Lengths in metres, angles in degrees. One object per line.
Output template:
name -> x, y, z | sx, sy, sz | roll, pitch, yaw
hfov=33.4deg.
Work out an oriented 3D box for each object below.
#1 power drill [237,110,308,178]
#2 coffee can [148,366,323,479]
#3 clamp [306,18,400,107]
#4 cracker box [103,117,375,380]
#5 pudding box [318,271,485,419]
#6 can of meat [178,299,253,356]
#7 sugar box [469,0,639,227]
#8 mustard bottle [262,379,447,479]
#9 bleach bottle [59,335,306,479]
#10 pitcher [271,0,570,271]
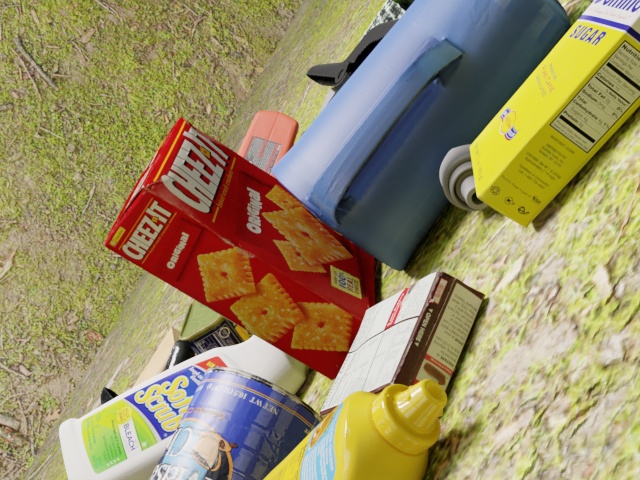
power drill -> -0.042, -0.078, 1.244 | 0.187, 0.057, 0.184 | 60, -133, -68
coffee can -> -0.069, 0.177, 0.765 | 0.140, 0.102, 0.103 | -63, 13, -25
clamp -> 0.033, -0.164, 1.082 | 0.210, 0.036, 0.164 | -41, 32, 41
cracker box -> -0.056, 0.001, 0.893 | 0.072, 0.213, 0.164 | -53, 13, 22
pudding box -> 0.051, 0.077, 0.698 | 0.090, 0.039, 0.114 | -64, 12, -27
can of meat -> -0.090, 0.097, 1.072 | 0.057, 0.084, 0.102 | -31, 19, 14
sugar box -> 0.165, -0.098, 0.668 | 0.176, 0.048, 0.093 | -54, 12, 23
mustard bottle -> 0.010, 0.145, 0.634 | 0.192, 0.058, 0.096 | -50, 15, 31
bleach bottle -> -0.110, 0.144, 0.950 | 0.251, 0.068, 0.103 | -33, 45, 6
pitcher -> 0.080, -0.106, 0.832 | 0.243, 0.144, 0.149 | -53, 33, 8
